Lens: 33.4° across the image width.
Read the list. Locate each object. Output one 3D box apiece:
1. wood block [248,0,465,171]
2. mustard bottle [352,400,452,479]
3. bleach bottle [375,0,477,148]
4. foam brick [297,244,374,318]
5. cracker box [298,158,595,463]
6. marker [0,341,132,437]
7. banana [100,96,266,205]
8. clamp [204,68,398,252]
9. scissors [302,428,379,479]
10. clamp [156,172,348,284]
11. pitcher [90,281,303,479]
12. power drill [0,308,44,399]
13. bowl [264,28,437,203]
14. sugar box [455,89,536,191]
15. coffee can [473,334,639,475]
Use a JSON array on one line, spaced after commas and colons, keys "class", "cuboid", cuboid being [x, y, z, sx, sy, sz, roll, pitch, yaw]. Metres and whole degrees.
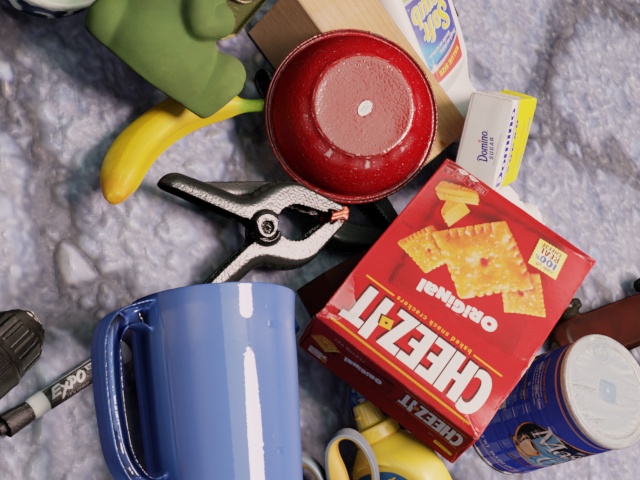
[{"class": "wood block", "cuboid": [0.038, -0.157, 1.041, 0.090, 0.091, 0.206, -38, 93, -38]}, {"class": "mustard bottle", "cuboid": [0.077, 0.224, 0.898, 0.058, 0.096, 0.191, -21, 82, -37]}, {"class": "bleach bottle", "cuboid": [0.104, -0.215, 1.086, 0.102, 0.068, 0.251, -37, 108, -35]}, {"class": "foam brick", "cuboid": [0.029, 0.044, 0.973, 0.078, 0.051, 0.053, -29, 87, -38]}, {"class": "cracker box", "cuboid": [0.112, 0.052, 0.911, 0.164, 0.072, 0.213, 37, 59, 8]}, {"class": "marker", "cuboid": [-0.196, 0.114, 0.818, 0.120, 0.020, 0.020, -33, 90, -38]}, {"class": "banana", "cuboid": [-0.132, -0.091, 0.920, 0.197, 0.070, 0.037, -41, 131, -39]}, {"class": "clamp", "cuboid": [-0.006, -0.061, 1.005, 0.209, 0.036, 0.164, 27, 59, -17]}, {"class": "scissors", "cuboid": [0.015, 0.253, 0.887, 0.016, 0.096, 0.202, -39, 125, -72]}, {"class": "clamp", "cuboid": [-0.056, 0.001, 0.926, 0.171, 0.039, 0.120, -1, 92, -21]}, {"class": "pitcher", "cuboid": [-0.082, 0.157, 0.807, 0.149, 0.145, 0.243, -6, 74, 1]}, {"class": "power drill", "cuboid": [-0.262, 0.126, 0.664, 0.057, 0.188, 0.184, 47, 54, -5]}, {"class": "bowl", "cuboid": [0.033, -0.115, 0.949, 0.162, 0.055, 0.162, 1, 87, -9]}, {"class": "sugar box", "cuboid": [0.174, -0.099, 1.053, 0.048, 0.093, 0.176, 15, 13, 13]}, {"class": "coffee can", "cuboid": [0.218, 0.155, 0.991, 0.102, 0.141, 0.103, 13, 63, -28]}]
